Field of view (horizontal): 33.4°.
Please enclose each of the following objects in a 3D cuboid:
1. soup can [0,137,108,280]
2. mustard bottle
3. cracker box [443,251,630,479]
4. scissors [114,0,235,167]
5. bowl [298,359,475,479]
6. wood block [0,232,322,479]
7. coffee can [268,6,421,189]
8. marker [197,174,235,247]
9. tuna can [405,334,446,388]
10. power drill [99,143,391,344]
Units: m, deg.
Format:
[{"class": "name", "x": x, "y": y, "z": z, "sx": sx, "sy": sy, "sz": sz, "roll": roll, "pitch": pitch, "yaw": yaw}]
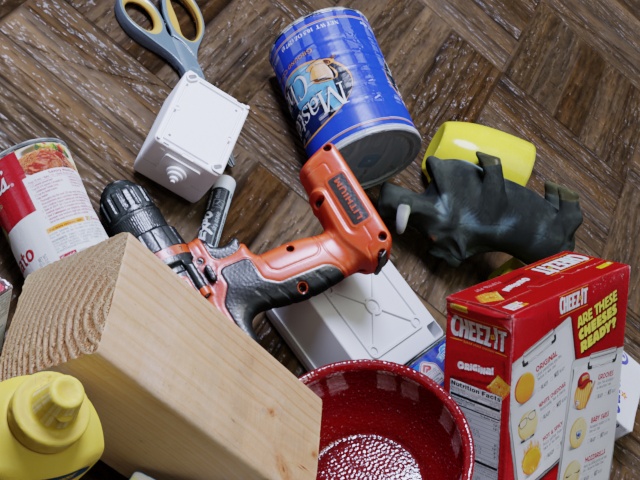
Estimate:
[{"class": "soup can", "x": -0.193, "y": -0.013, "z": 0.767, "sx": 0.068, "sy": 0.069, "sz": 0.102, "roll": -14, "pitch": 69, "yaw": -43}, {"class": "mustard bottle", "x": -0.174, "y": 0.122, "z": 0.589, "sx": 0.096, "sy": 0.192, "sz": 0.058, "roll": 0, "pitch": 59, "yaw": -37}, {"class": "cracker box", "x": 0.168, "y": 0.131, "z": 0.847, "sx": 0.163, "sy": 0.072, "sz": 0.214, "roll": -16, "pitch": 113, "yaw": -43}, {"class": "scissors", "x": -0.133, "y": -0.155, "z": 0.958, "sx": 0.096, "sy": 0.016, "sz": 0.202, "roll": 8, "pitch": 54, "yaw": -31}, {"class": "bowl", "x": 0.031, "y": 0.168, "z": 0.780, "sx": 0.162, "sy": 0.055, "sz": 0.162, "roll": -4, "pitch": 50, "yaw": 4}, {"class": "wood block", "x": -0.095, "y": 0.098, "z": 0.686, "sx": 0.206, "sy": 0.091, "sz": 0.090, "roll": 45, "pitch": 37, "yaw": -36}, {"class": "coffee can", "x": 0.022, "y": -0.130, "z": 0.993, "sx": 0.102, "sy": 0.103, "sz": 0.140, "roll": -1, "pitch": 60, "yaw": -38}, {"class": "marker", "x": -0.090, "y": -0.006, "z": 0.875, "sx": 0.020, "sy": 0.020, "sz": 0.121, "roll": 28, "pitch": 46, "yaw": -18}, {"class": "tuna can", "x": 0.084, "y": 0.114, "z": 0.869, "sx": 0.085, "sy": 0.086, "sz": 0.034, "roll": -28, "pitch": 75, "yaw": -46}, {"class": "power drill", "x": -0.055, "y": 0.001, "z": 0.815, "sx": 0.187, "sy": 0.057, "sz": 0.184, "roll": -29, "pitch": 77, "yaw": -11}]
